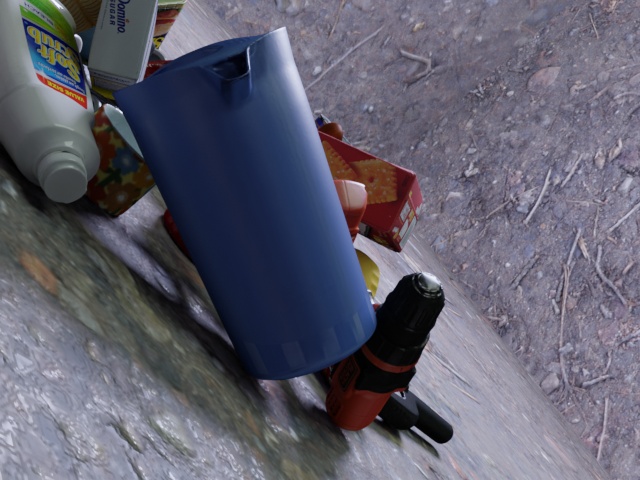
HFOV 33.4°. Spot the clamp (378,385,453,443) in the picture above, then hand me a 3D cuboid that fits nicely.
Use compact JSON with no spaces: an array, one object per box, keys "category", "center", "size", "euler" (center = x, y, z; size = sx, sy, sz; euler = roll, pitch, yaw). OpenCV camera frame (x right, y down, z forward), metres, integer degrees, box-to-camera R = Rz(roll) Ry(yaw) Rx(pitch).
[{"category":"clamp","center":[0.066,0.145,1.117],"size":[0.165,0.036,0.209],"euler":[52,9,19]}]

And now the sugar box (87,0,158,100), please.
[{"category":"sugar box","center":[-0.162,-0.170,0.882],"size":[0.048,0.093,0.176],"euler":[13,-1,-9]}]

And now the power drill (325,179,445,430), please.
[{"category":"power drill","center":[0.032,0.040,0.897],"size":[0.057,0.185,0.188],"euler":[3,48,-25]}]

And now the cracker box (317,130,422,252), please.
[{"category":"cracker box","center":[-0.004,-0.070,1.095],"size":[0.214,0.072,0.164],"euler":[26,-3,11]}]

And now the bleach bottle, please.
[{"category":"bleach bottle","center":[-0.204,-0.109,0.777],"size":[0.102,0.068,0.251],"euler":[42,12,-45]}]

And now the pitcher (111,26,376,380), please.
[{"category":"pitcher","center":[-0.050,-0.026,0.796],"size":[0.149,0.145,0.243],"euler":[-41,113,-61]}]
